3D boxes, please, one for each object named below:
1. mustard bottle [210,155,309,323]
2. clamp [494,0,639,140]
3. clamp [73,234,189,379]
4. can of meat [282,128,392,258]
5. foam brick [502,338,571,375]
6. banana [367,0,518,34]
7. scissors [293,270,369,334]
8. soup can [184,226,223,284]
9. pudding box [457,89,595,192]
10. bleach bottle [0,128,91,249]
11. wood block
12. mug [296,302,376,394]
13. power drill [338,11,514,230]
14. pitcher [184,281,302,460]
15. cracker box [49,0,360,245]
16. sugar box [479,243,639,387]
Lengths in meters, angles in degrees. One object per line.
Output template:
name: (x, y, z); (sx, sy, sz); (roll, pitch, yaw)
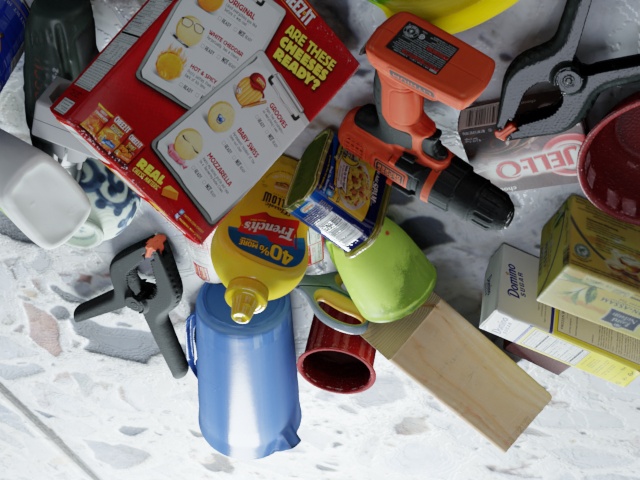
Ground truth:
mustard bottle: (-0.057, 0.001, 1.048); (0.096, 0.191, 0.058); (23, 140, -11)
clamp: (0.219, -0.139, 0.893); (0.120, 0.039, 0.172); (37, 127, -2)
clamp: (-0.207, 0.076, 1.287); (0.164, 0.036, 0.210); (33, 134, 1)
can of meat: (0.018, -0.047, 1.041); (0.084, 0.102, 0.058); (35, 136, -20)
foam brick: (0.249, 0.105, 1.187); (0.078, 0.053, 0.051); (27, 139, -14)
banana: (0.127, -0.210, 0.866); (0.198, 0.037, 0.069); (-19, 132, 34)
scissors: (-0.017, 0.036, 1.203); (0.202, 0.096, 0.016); (35, 137, 24)
soup can: (-0.113, -0.009, 1.151); (0.068, 0.068, 0.102); (6, 140, 10)
pudding box: (0.192, -0.089, 0.986); (0.114, 0.039, 0.090); (-6, 136, 22)
bleach bottle: (-0.335, -0.084, 1.057); (0.251, 0.068, 0.102); (30, 161, 38)
wood block: (0.152, 0.138, 1.203); (0.206, 0.091, 0.090); (40, 90, -28)
mug: (0.020, 0.127, 1.260); (0.093, 0.081, 0.117); (26, 139, -13)
power drill: (0.099, -0.097, 0.930); (0.184, 0.057, 0.188); (31, 154, 15)
pitcher: (-0.097, 0.141, 1.289); (0.149, 0.145, 0.243); (0, 136, -1)
cracker box: (-0.096, -0.130, 0.902); (0.164, 0.213, 0.072); (45, 171, -32)
sugar box: (0.256, 0.079, 1.124); (0.176, 0.093, 0.048); (22, 140, -7)
